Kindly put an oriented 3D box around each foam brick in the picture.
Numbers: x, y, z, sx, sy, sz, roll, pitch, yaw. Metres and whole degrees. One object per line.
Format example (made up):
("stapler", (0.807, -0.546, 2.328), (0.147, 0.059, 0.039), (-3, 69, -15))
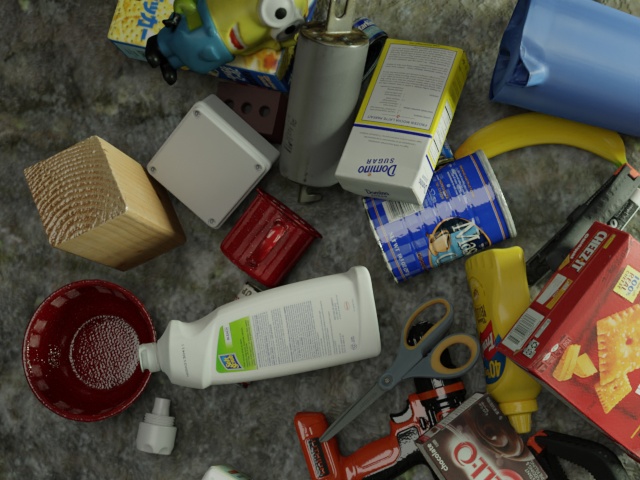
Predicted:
("foam brick", (-0.081, -0.148, 1.242), (0.078, 0.051, 0.053), (11, 84, 11))

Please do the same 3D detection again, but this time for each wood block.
("wood block", (-0.230, -0.035, 1.172), (0.090, 0.206, 0.091), (-25, 78, 5))

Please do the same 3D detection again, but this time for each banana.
("banana", (0.250, -0.111, 1.184), (0.198, 0.037, 0.069), (6, 80, 11))

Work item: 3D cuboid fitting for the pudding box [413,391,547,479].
("pudding box", (0.164, 0.226, 1.098), (0.090, 0.039, 0.113), (-36, 91, -13))

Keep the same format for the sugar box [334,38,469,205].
("sugar box", (0.089, -0.128, 1.139), (0.093, 0.048, 0.176), (13, 72, 25))

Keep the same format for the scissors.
("scissors", (0.091, 0.153, 1.125), (0.096, 0.016, 0.201), (32, 83, 20))

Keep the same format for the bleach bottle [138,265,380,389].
("bleach bottle", (-0.067, 0.096, 1.131), (0.250, 0.068, 0.102), (-9, 90, -5))

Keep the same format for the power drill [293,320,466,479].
("power drill", (0.070, 0.197, 1.157), (0.188, 0.057, 0.184), (-18, 78, 7))

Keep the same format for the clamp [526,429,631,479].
("clamp", (0.304, 0.267, 1.090), (0.210, 0.036, 0.165), (49, 122, 18))

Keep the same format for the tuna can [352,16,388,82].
("tuna can", (0.039, -0.209, 1.213), (0.034, 0.086, 0.086), (40, 90, 12))

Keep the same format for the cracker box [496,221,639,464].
("cracker box", (0.308, 0.110, 1.067), (0.213, 0.072, 0.164), (38, 90, -22))

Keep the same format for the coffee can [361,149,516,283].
("coffee can", (0.128, -0.026, 1.159), (0.140, 0.102, 0.103), (-22, 78, 6))

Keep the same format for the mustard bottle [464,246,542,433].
("mustard bottle", (0.198, 0.107, 1.128), (0.058, 0.096, 0.191), (-6, 80, -11))

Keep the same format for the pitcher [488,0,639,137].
("pitcher", (0.310, -0.184, 1.131), (0.243, 0.145, 0.149), (17, 80, -1))

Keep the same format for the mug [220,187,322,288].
("mug", (-0.058, 0.001, 1.185), (0.093, 0.117, 0.081), (37, 94, -6))

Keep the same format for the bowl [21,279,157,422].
("bowl", (-0.258, 0.127, 1.229), (0.162, 0.055, 0.162), (-2, 81, 10))

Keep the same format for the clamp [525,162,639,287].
("clamp", (0.277, -0.013, 1.145), (0.171, 0.120, 0.039), (-42, 92, -20))
